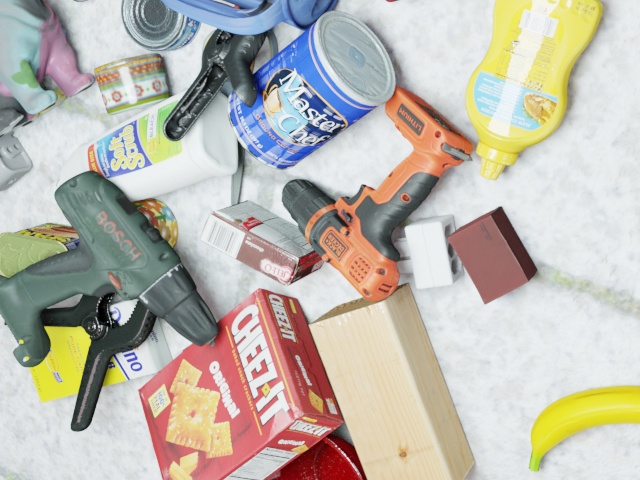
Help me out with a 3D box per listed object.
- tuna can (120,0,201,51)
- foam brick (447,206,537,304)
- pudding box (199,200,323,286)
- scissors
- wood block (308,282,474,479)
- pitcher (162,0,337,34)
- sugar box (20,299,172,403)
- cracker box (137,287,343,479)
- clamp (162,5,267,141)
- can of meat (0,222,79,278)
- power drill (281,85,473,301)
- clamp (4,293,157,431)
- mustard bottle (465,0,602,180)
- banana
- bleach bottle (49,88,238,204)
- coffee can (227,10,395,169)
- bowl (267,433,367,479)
[{"bbox_3d":[-0.174,-0.249,1.162,0.086,0.033,0.086,5,103,22],"label":"tuna can"},{"bbox_3d":[0.172,0.014,1.063,0.053,0.051,0.078,-29,89,24],"label":"foam brick"},{"bbox_3d":[-0.058,0.001,1.136,0.113,0.089,0.039,29,109,15],"label":"pudding box"},{"bbox_3d":[-0.103,-0.142,1.165,0.096,0.016,0.202,26,110,18],"label":"scissors"},{"bbox_3d":[0.076,0.161,1.114,0.091,0.090,0.206,-19,93,24],"label":"wood block"},{"bbox_3d":[-0.104,-0.297,1.066,0.243,0.149,0.145,20,108,21],"label":"pitcher"},{"bbox_3d":[-0.271,0.130,1.277,0.176,0.048,0.093,-18,94,26],"label":"sugar box"},{"bbox_3d":[-0.095,0.179,1.162,0.214,0.072,0.164,-41,52,26],"label":"cracker box"},{"bbox_3d":[-0.102,-0.172,1.077,0.120,0.171,0.039,-20,129,27],"label":"clamp"},{"bbox_3d":[-0.313,0.015,1.250,0.102,0.083,0.057,10,104,21],"label":"can of meat"},{"bbox_3d":[0.053,-0.058,1.076,0.185,0.057,0.188,47,111,37],"label":"power drill"},{"bbox_3d":[-0.250,0.109,1.217,0.210,0.036,0.164,-32,81,17],"label":"clamp"},{"bbox_3d":[0.191,-0.148,1.016,0.096,0.058,0.192,22,109,15],"label":"mustard bottle"},{"bbox_3d":[0.289,0.176,1.059,0.198,0.037,0.069,-19,111,26],"label":"banana"},{"bbox_3d":[-0.206,-0.083,1.179,0.251,0.068,0.102,-20,64,32],"label":"bleach bottle"},{"bbox_3d":[-0.010,-0.147,1.061,0.141,0.102,0.103,-32,88,39],"label":"coffee can"},{"bbox_3d":[0.010,0.271,1.170,0.162,0.055,0.162,16,115,37],"label":"bowl"}]
